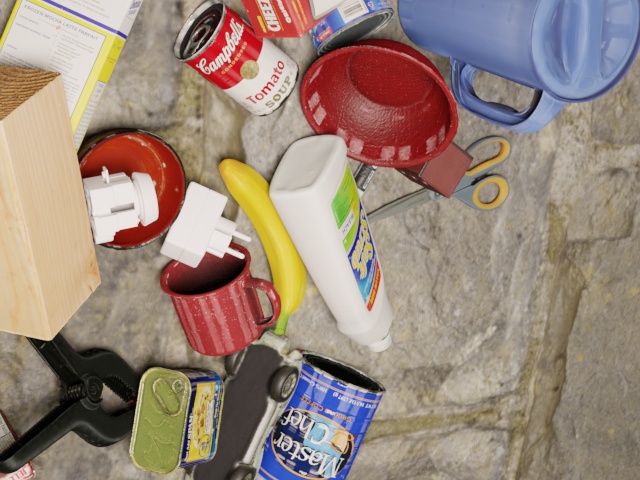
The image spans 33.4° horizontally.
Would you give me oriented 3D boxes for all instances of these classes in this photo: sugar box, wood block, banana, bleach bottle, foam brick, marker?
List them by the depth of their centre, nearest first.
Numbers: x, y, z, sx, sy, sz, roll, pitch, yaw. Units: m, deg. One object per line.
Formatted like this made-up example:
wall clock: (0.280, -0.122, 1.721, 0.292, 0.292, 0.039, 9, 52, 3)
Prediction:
wood block: (-0.256, -0.032, 0.881, 0.090, 0.090, 0.206, -59, 153, -51)
sugar box: (-0.220, -0.171, 0.915, 0.093, 0.048, 0.176, 25, 92, 0)
banana: (-0.051, -0.004, 1.087, 0.037, 0.069, 0.198, -10, 114, 21)
bleach bottle: (0.026, 0.017, 1.129, 0.250, 0.068, 0.102, 65, 34, -36)
foam brick: (0.113, -0.088, 1.142, 0.053, 0.078, 0.051, 31, 91, -33)
marker: (0.061, -0.095, 1.143, 0.020, 0.020, 0.121, 30, 91, -34)

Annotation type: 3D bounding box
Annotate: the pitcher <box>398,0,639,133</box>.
pitcher: (0.177, -0.210, 1.035, 0.149, 0.243, 0.145, -31, 120, -18)

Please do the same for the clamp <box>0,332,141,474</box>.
clamp: (-0.231, 0.134, 1.012, 0.209, 0.036, 0.164, 16, 65, -58)

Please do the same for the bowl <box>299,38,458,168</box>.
bowl: (0.063, -0.148, 1.071, 0.162, 0.162, 0.055, 48, 44, -33)

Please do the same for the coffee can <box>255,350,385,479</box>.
coffee can: (-0.003, 0.205, 1.161, 0.102, 0.103, 0.140, 20, 96, -34)

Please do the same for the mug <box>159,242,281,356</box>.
mug: (-0.092, 0.060, 1.056, 0.093, 0.117, 0.081, -62, 144, -50)

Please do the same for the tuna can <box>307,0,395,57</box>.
tuna can: (0.028, -0.215, 1.041, 0.086, 0.086, 0.034, -25, 86, -21)

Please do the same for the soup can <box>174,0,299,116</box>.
soup can: (-0.078, -0.171, 1.007, 0.102, 0.069, 0.068, 34, 88, -35)

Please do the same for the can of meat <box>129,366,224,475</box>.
can of meat: (-0.141, 0.178, 1.071, 0.083, 0.057, 0.102, 12, 86, -67)

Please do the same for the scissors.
scissors: (0.143, -0.044, 1.211, 0.201, 0.016, 0.096, -36, 121, -14)
